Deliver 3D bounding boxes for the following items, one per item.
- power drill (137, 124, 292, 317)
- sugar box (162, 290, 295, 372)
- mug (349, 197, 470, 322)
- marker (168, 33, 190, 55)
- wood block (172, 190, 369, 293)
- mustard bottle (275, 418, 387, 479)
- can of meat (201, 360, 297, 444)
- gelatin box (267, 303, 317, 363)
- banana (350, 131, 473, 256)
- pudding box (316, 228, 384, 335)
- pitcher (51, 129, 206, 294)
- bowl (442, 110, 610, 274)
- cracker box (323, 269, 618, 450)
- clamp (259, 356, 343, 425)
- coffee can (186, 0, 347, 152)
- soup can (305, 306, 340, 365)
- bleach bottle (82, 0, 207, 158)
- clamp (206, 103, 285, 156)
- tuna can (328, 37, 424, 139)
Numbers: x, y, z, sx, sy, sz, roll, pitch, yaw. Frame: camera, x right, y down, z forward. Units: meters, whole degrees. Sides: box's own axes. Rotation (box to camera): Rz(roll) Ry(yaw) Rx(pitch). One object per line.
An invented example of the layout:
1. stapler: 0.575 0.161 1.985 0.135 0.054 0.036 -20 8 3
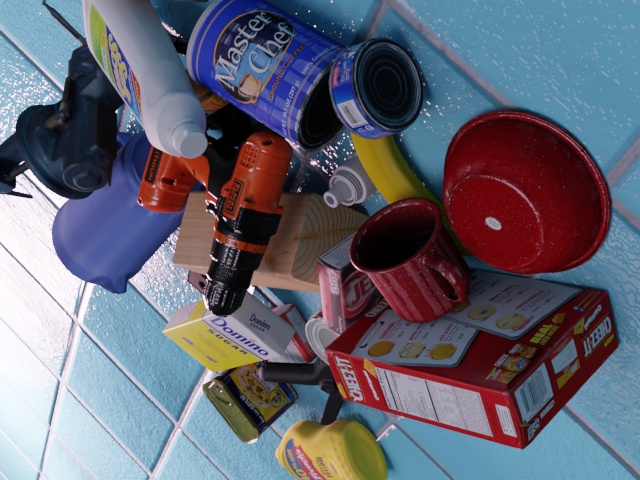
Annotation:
1. power drill: -0.111 -0.036 1.071 0.188 0.057 0.184 29 103 46
2. sugar box: -0.116 0.113 1.320 0.093 0.048 0.177 41 151 -17
3. mug: 0.093 0.024 0.970 0.117 0.093 0.081 23 155 53
4. marker: -0.166 -0.217 1.168 0.121 0.020 0.020 21 136 36
5. wood block: -0.058 0.001 1.156 0.090 0.090 0.207 21 168 -41
6. mustard bottle: 0.001 0.282 1.404 0.192 0.058 0.096 -13 111 53
7. can of meat: -0.092 0.203 1.414 0.102 0.083 0.058 53 146 -2
8. gelatin box: -0.047 0.119 1.333 0.089 0.030 0.073 -14 112 53
9. banana: 0.079 -0.063 1.014 0.070 0.037 0.198 -15 110 52
10. pudding box: 0.049 0.031 1.068 0.039 0.113 0.090 29 140 35
11. pitcher: -0.236 -0.052 1.319 0.149 0.144 0.243 38 144 -12
12. bowl: 0.163 -0.028 0.921 0.162 0.055 0.162 25 134 28
13. cracker box: 0.138 0.100 0.986 0.214 0.164 0.072 7 125 45
14. clamp: 0.006 0.163 1.279 0.120 0.039 0.172 29 138 -18
15. coffee can: -0.041 -0.161 1.003 0.140 0.102 0.103 34 142 23
16. soup can: 0.041 0.082 1.133 0.069 0.102 0.068 30 140 28
17. bleach bottle: -0.170 -0.169 1.067 0.251 0.068 0.103 -126 30 -43
18. clamp: -0.094 -0.081 1.131 0.210 0.036 0.164 28 98 49
19. tuna can: 0.050 -0.134 0.938 0.034 0.086 0.086 -10 114 51
